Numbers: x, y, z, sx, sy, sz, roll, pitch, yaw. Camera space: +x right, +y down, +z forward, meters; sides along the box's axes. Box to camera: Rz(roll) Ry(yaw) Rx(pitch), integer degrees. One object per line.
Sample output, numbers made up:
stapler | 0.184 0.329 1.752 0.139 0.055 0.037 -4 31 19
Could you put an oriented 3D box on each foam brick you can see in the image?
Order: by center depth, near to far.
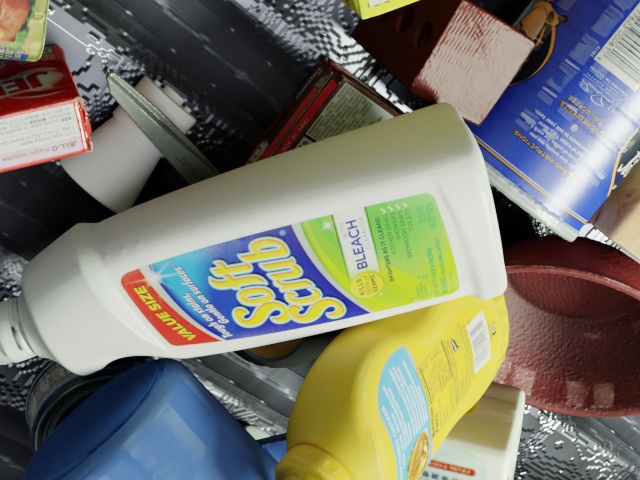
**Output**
foam brick | 0.062 -0.104 0.556 0.051 0.078 0.053 22 108 -32

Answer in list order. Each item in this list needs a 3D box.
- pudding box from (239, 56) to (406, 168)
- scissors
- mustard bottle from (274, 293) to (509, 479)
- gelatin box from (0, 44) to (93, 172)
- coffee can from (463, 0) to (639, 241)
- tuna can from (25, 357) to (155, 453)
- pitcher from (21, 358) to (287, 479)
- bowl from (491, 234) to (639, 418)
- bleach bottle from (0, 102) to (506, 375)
pudding box | 0.019 -0.036 0.603 0.113 0.039 0.090 32 104 -31
scissors | -0.054 0.001 0.561 0.201 0.016 0.096 30 102 -32
mustard bottle | 0.035 0.084 0.565 0.191 0.058 0.096 -43 131 -42
gelatin box | -0.156 -0.059 0.496 0.089 0.073 0.030 -16 123 -13
coffee can | 0.142 -0.085 0.584 0.102 0.103 0.140 31 103 -33
tuna can | -0.128 0.104 0.625 0.086 0.034 0.086 -10 122 -17
pitcher | -0.037 0.176 0.577 0.145 0.149 0.242 -33 105 20
bowl | 0.154 0.046 0.665 0.162 0.055 0.162 14 145 10
bleach bottle | -0.040 0.016 0.528 0.251 0.068 0.102 -18 127 0
